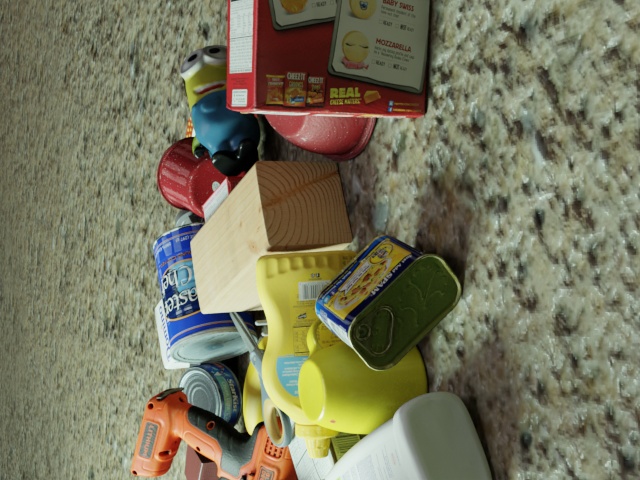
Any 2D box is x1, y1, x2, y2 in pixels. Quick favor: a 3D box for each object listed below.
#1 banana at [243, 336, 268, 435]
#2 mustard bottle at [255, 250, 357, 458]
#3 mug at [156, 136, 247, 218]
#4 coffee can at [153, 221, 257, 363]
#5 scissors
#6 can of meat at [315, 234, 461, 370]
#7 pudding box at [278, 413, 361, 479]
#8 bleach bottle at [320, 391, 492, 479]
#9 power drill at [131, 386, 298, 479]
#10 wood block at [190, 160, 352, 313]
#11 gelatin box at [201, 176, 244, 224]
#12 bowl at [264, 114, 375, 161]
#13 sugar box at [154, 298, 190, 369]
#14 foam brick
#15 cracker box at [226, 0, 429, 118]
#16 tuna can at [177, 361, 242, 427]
[{"bbox_3d":[-0.053,0.145,1.167,0.198,0.037,0.069,123,140,-49],"label":"banana"},{"bbox_3d":[-0.007,0.106,0.994,0.058,0.096,0.191,174,93,-74],"label":"mustard bottle"},{"bbox_3d":[-0.131,-0.081,1.274,0.117,0.093,0.082,-55,34,-6],"label":"mug"},{"bbox_3d":[-0.137,0.062,1.260,0.103,0.102,0.140,-49,49,54],"label":"coffee can"},{"bbox_3d":[-0.063,0.146,1.127,0.202,0.016,0.096,-148,60,-60],"label":"scissors"},{"bbox_3d":[0.052,0.048,0.883,0.057,0.102,0.084,50,172,-26],"label":"can of meat"},{"bbox_3d":[0.001,0.196,1.060,0.090,0.039,0.113,118,143,-46],"label":"pudding box"},{"bbox_3d":[0.047,0.213,0.920,0.251,0.067,0.102,-42,63,55],"label":"bleach bottle"},{"bbox_3d":[-0.114,0.256,1.170,0.188,0.057,0.184,19,101,21],"label":"power drill"},{"bbox_3d":[-0.058,0.001,1.109,0.206,0.090,0.090,137,127,-57],"label":"wood block"},{"bbox_3d":[-0.082,-0.041,1.176,0.089,0.073,0.030,-42,54,57],"label":"gelatin box"},{"bbox_3d":[-0.015,-0.148,1.013,0.162,0.055,0.162,34,133,46],"label":"bowl"},{"bbox_3d":[-0.172,0.099,1.399,0.176,0.048,0.093,-45,51,54],"label":"sugar box"},{"bbox_3d":[-0.115,0.264,1.255,0.053,0.078,0.051,-135,47,-55],"label":"foam brick"},{"bbox_3d":[0.007,-0.210,0.884,0.072,0.163,0.214,13,103,61],"label":"cracker box"},{"bbox_3d":[-0.134,0.191,1.283,0.086,0.033,0.086,5,97,43],"label":"tuna can"}]
